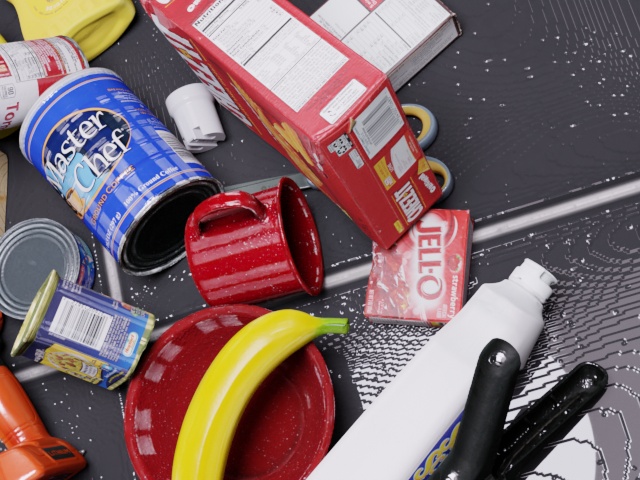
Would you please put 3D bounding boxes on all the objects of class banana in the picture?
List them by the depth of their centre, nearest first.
[{"bbox_3d":[-0.059,0.122,0.748,0.070,0.037,0.198,30,84,22],"label":"banana"}]

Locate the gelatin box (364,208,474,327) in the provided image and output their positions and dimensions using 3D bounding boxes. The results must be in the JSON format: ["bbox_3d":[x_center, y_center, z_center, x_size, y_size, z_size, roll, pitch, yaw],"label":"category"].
[{"bbox_3d":[0.075,0.020,0.808,0.073,0.030,0.089,3,75,16],"label":"gelatin box"}]

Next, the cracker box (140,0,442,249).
[{"bbox_3d":[-0.021,-0.107,0.783,0.072,0.164,0.214,-45,59,-5],"label":"cracker box"}]

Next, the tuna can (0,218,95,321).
[{"bbox_3d":[-0.232,0.027,0.886,0.086,0.033,0.086,-4,72,14],"label":"tuna can"}]

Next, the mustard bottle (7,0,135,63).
[{"bbox_3d":[-0.250,-0.247,0.961,0.096,0.058,0.192,-37,68,7],"label":"mustard bottle"}]

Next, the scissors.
[{"bbox_3d":[0.010,-0.069,0.860,0.202,0.016,0.096,6,74,17],"label":"scissors"}]

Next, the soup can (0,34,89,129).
[{"bbox_3d":[-0.246,-0.126,0.861,0.069,0.102,0.068,16,115,38],"label":"soup can"}]

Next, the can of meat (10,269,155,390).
[{"bbox_3d":[-0.180,0.071,0.810,0.084,0.102,0.057,24,67,-15],"label":"can of meat"}]

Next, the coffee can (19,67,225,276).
[{"bbox_3d":[-0.159,-0.056,0.855,0.103,0.102,0.140,-44,68,-1],"label":"coffee can"}]

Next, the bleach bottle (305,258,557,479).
[{"bbox_3d":[0.076,0.117,0.739,0.068,0.102,0.251,36,86,29],"label":"bleach bottle"}]

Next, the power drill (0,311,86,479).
[{"bbox_3d":[-0.260,0.107,0.800,0.057,0.184,0.188,-34,78,3],"label":"power drill"}]

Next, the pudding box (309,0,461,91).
[{"bbox_3d":[0.043,-0.167,0.870,0.113,0.039,0.090,-42,68,2],"label":"pudding box"}]

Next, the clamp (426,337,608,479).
[{"bbox_3d":[0.100,0.153,0.707,0.036,0.164,0.210,39,96,36],"label":"clamp"}]

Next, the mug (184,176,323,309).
[{"bbox_3d":[-0.055,0.001,0.806,0.082,0.117,0.093,-15,58,15],"label":"mug"}]

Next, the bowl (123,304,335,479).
[{"bbox_3d":[-0.062,0.132,0.797,0.162,0.055,0.162,-4,73,14],"label":"bowl"}]
